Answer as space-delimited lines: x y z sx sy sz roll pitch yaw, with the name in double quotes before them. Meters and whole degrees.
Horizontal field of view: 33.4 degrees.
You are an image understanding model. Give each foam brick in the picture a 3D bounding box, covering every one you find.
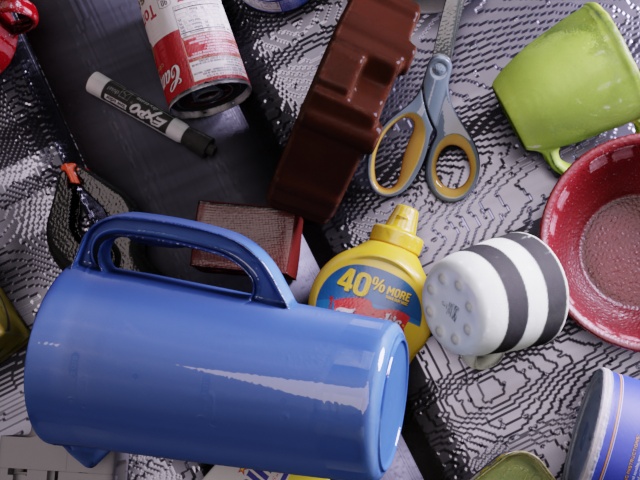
"foam brick" -0.055 0.001 0.827 0.078 0.053 0.051 5 82 8

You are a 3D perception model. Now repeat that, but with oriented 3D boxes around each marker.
"marker" -0.137 -0.101 0.868 0.121 0.020 0.020 30 85 10

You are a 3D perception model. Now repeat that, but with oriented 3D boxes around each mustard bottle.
"mustard bottle" 0.034 0.064 0.805 0.096 0.058 0.191 19 83 9

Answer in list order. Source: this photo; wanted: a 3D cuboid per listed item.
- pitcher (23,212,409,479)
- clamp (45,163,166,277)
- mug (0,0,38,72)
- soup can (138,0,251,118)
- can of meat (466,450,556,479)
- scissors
"pitcher" -0.067 0.082 0.728 0.243 0.149 0.145 7 55 15
"clamp" -0.159 0.018 0.844 0.120 0.039 0.171 -12 87 -2
"mug" -0.286 -0.177 0.865 0.117 0.081 0.093 -10 80 5
"soup can" -0.101 -0.157 0.849 0.068 0.068 0.102 -18 79 3
"can of meat" 0.120 0.195 0.762 0.102 0.084 0.057 -38 80 -1
"scissors" 0.105 -0.116 0.821 0.096 0.016 0.202 28 102 0
